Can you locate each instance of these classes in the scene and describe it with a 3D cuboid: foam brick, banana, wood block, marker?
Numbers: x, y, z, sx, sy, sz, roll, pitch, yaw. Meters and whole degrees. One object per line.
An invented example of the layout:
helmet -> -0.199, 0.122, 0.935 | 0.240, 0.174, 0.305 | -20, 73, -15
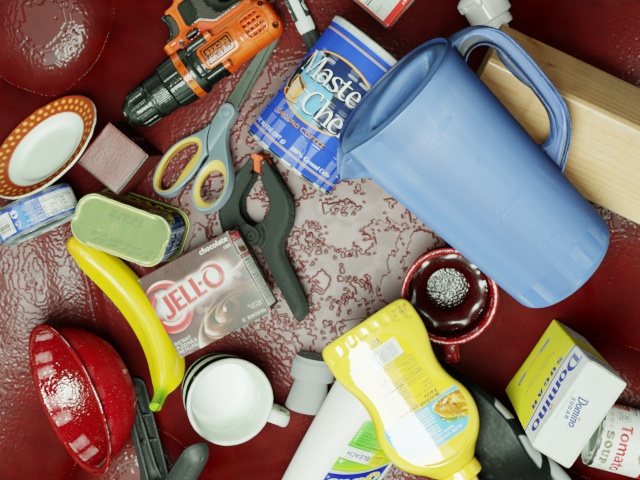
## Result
foam brick -> -0.197, -0.082, 1.060 | 0.053, 0.078, 0.051 | 39, 96, -3
banana -> -0.187, 0.075, 1.079 | 0.037, 0.069, 0.198 | -36, 78, 21
wood block -> 0.239, -0.108, 1.005 | 0.206, 0.090, 0.091 | 26, 126, 1
marker -> -0.026, -0.237, 1.061 | 0.020, 0.020, 0.121 | -25, 93, 6

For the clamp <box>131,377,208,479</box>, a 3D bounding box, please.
clamp -> -0.165, 0.252, 1.086 | 0.036, 0.165, 0.210 | -8, 118, -31

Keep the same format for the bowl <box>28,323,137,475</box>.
bowl -> -0.231, 0.150, 1.069 | 0.055, 0.162, 0.162 | -22, 94, -33

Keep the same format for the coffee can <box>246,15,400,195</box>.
coffee can -> 0.012, -0.130, 1.027 | 0.103, 0.103, 0.140 | 39, 97, 0

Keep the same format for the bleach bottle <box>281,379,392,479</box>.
bleach bottle -> 0.009, 0.250, 1.078 | 0.102, 0.068, 0.251 | 19, 106, -36

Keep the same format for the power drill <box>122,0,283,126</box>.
power drill -> -0.157, -0.228, 1.055 | 0.184, 0.057, 0.187 | -34, 94, 5

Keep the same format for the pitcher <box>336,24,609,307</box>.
pitcher -> 0.148, -0.060, 0.941 | 0.242, 0.149, 0.144 | 41, 53, -17

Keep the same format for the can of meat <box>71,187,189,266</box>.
can of meat -> -0.189, -0.013, 1.062 | 0.102, 0.084, 0.057 | 19, 96, 2

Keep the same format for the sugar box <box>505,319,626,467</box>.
sugar box -> 0.224, 0.138, 1.000 | 0.048, 0.176, 0.093 | 32, 97, 0

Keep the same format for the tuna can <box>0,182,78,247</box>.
tuna can -> -0.284, -0.026, 1.067 | 0.086, 0.086, 0.034 | -25, 92, 6

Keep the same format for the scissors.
scissors -> -0.086, -0.109, 1.066 | 0.202, 0.016, 0.096 | -45, 66, 7

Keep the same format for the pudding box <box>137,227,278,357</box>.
pudding box -> -0.111, 0.051, 1.055 | 0.114, 0.039, 0.090 | -28, 93, 15

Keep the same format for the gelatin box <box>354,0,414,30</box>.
gelatin box -> 0.057, -0.264, 1.047 | 0.089, 0.030, 0.073 | 40, 97, 2

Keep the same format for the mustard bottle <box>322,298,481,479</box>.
mustard bottle -> 0.090, 0.156, 0.981 | 0.096, 0.058, 0.191 | -33, 84, -4

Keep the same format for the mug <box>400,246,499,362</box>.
mug -> 0.126, 0.061, 1.047 | 0.093, 0.081, 0.117 | -6, 95, 5

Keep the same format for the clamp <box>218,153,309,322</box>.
clamp -> -0.057, 0.001, 1.076 | 0.120, 0.039, 0.171 | 13, 100, 4
